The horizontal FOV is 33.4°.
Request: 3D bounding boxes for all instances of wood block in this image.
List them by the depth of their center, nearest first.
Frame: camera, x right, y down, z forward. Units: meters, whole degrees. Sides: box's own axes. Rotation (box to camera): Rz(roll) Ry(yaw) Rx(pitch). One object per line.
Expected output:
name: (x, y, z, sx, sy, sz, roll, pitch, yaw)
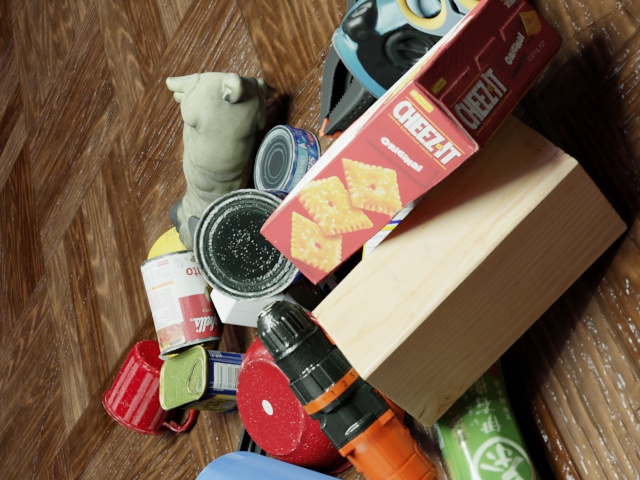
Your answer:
wood block: (0.107, 0.021, 0.779, 0.206, 0.090, 0.090, -46, 40, 4)

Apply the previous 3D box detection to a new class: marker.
marker: (0.028, 0.071, 1.024, 0.020, 0.020, 0.121, -63, 36, 23)

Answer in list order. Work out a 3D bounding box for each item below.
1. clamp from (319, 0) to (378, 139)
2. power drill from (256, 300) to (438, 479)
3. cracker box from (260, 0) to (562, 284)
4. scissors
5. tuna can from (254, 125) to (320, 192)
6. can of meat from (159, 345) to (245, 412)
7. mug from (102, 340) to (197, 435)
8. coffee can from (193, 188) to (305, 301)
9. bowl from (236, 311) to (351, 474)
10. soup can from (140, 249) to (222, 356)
clamp: (0.050, -0.196, 1.053, 0.165, 0.036, 0.210, 36, 113, 55)
power drill: (0.017, 0.120, 0.856, 0.057, 0.184, 0.187, -37, 0, 1)
cracker box: (0.066, -0.077, 0.801, 0.214, 0.072, 0.164, -40, 7, 48)
scissors: (0.121, -0.147, 0.844, 0.096, 0.016, 0.202, -15, 97, 33)
tuna can: (-0.037, -0.081, 1.156, 0.086, 0.033, 0.086, -23, 62, 52)
can of meat: (-0.114, 0.153, 1.157, 0.102, 0.083, 0.057, -28, 58, 51)
mug: (-0.195, 0.181, 1.282, 0.117, 0.093, 0.081, 36, 109, 22)
coffee can: (-0.057, 0.001, 1.029, 0.140, 0.103, 0.103, -21, -55, -83)
bowl: (-0.029, 0.149, 1.003, 0.162, 0.055, 0.162, 14, 109, 43)
soup can: (-0.152, 0.068, 1.157, 0.069, 0.068, 0.102, -27, 74, 51)
